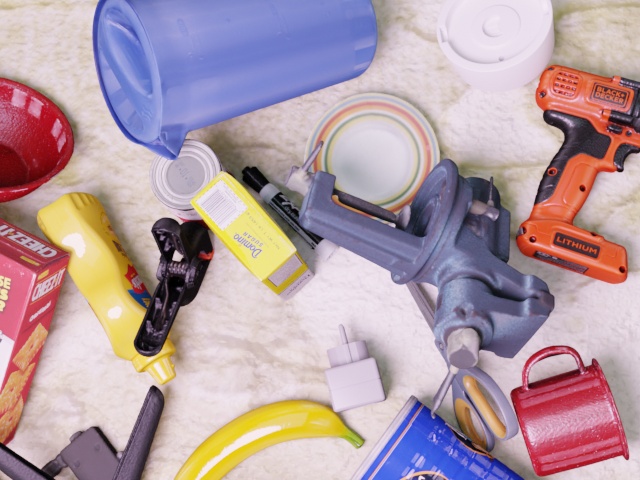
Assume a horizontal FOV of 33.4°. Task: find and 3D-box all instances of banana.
[{"bbox_3d":[-0.062,0.194,0.987,0.198,0.037,0.069,-21,79,1],"label":"banana"}]

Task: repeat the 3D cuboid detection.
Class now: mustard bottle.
[{"bbox_3d":[-0.189,0.049,0.991,0.058,0.096,0.192,-32,80,-2],"label":"mustard bottle"}]

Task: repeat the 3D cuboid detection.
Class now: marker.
[{"bbox_3d":[-0.031,-0.028,1.029,0.121,0.020,0.020,44,87,10],"label":"marker"}]

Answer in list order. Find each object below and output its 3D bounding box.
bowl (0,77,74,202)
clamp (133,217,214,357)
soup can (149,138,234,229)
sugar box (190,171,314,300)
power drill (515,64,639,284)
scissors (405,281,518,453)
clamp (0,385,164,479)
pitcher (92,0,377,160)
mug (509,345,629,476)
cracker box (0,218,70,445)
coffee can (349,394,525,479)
[{"bbox_3d":[-0.321,-0.087,1.022,0.162,0.055,0.162,13,44,-13],"label":"bowl"},{"bbox_3d":[-0.126,0.018,0.951,0.039,0.171,0.120,17,111,1],"label":"clamp"},{"bbox_3d":[-0.116,-0.051,0.997,0.068,0.102,0.068,-1,81,4],"label":"soup can"},{"bbox_3d":[-0.056,0.002,0.946,0.048,0.176,0.093,-41,80,-5],"label":"sugar box"},{"bbox_3d":[0.272,-0.059,0.989,0.184,0.057,0.187,17,80,11],"label":"power drill"},{"bbox_3d":[0.117,0.115,0.986,0.016,0.096,0.202,-17,47,-22],"label":"scissors"},{"bbox_3d":[-0.210,0.247,0.967,0.164,0.036,0.210,-9,94,-12],"label":"clamp"},{"bbox_3d":[-0.075,-0.185,0.959,0.242,0.149,0.145,-19,46,-30],"label":"pitcher"},{"bbox_3d":[0.214,0.149,0.940,0.081,0.093,0.117,-17,104,6],"label":"mug"},{"bbox_3d":[-0.337,0.075,0.971,0.164,0.072,0.214,26,112,8],"label":"cracker box"},{"bbox_3d":[0.107,0.218,0.935,0.140,0.103,0.103,36,85,9],"label":"coffee can"}]
